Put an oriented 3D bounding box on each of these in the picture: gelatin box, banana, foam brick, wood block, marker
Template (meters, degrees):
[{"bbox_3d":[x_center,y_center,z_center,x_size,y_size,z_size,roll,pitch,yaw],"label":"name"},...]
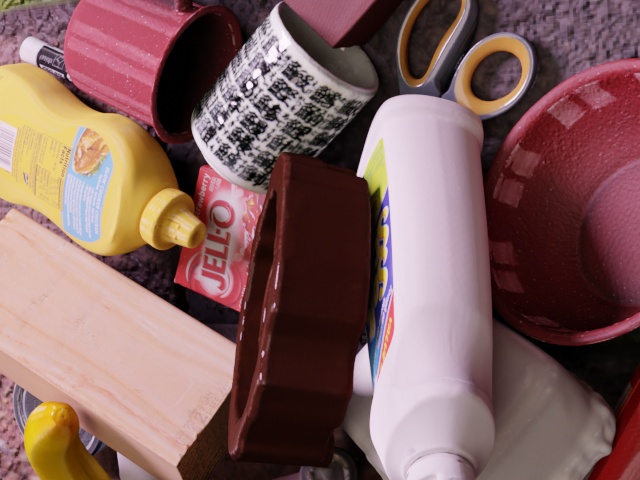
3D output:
[{"bbox_3d":[-0.055,0.001,0.724,0.073,0.030,0.089,24,111,18],"label":"gelatin box"},{"bbox_3d":[-0.171,0.157,0.751,0.070,0.037,0.198,9,146,18],"label":"banana"},{"bbox_3d":[0.008,-0.160,0.642,0.078,0.052,0.051,46,116,9],"label":"foam brick"},{"bbox_3d":[-0.150,0.078,0.736,0.206,0.090,0.091,30,157,16],"label":"wood block"},{"bbox_3d":[-0.158,-0.113,0.749,0.121,0.020,0.020,25,112,17],"label":"marker"}]

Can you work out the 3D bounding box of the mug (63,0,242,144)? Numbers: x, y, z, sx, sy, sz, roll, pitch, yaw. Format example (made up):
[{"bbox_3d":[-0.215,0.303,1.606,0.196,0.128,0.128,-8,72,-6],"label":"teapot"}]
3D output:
[{"bbox_3d":[-0.108,-0.129,0.680,0.082,0.093,0.117,26,133,22],"label":"mug"}]

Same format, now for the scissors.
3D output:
[{"bbox_3d":[0.067,-0.059,0.660,0.096,0.016,0.202,23,111,18],"label":"scissors"}]

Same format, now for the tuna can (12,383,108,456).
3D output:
[{"bbox_3d":[-0.192,0.127,0.817,0.086,0.033,0.086,6,105,23],"label":"tuna can"}]

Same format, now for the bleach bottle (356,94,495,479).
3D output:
[{"bbox_3d":[0.056,0.031,0.554,0.068,0.251,0.103,10,128,-8],"label":"bleach bottle"}]

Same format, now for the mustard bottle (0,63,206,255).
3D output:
[{"bbox_3d":[-0.155,-0.044,0.728,0.192,0.058,0.096,29,117,25],"label":"mustard bottle"}]

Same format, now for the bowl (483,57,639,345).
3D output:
[{"bbox_3d":[0.162,-0.014,0.580,0.162,0.055,0.162,-27,52,40],"label":"bowl"}]
